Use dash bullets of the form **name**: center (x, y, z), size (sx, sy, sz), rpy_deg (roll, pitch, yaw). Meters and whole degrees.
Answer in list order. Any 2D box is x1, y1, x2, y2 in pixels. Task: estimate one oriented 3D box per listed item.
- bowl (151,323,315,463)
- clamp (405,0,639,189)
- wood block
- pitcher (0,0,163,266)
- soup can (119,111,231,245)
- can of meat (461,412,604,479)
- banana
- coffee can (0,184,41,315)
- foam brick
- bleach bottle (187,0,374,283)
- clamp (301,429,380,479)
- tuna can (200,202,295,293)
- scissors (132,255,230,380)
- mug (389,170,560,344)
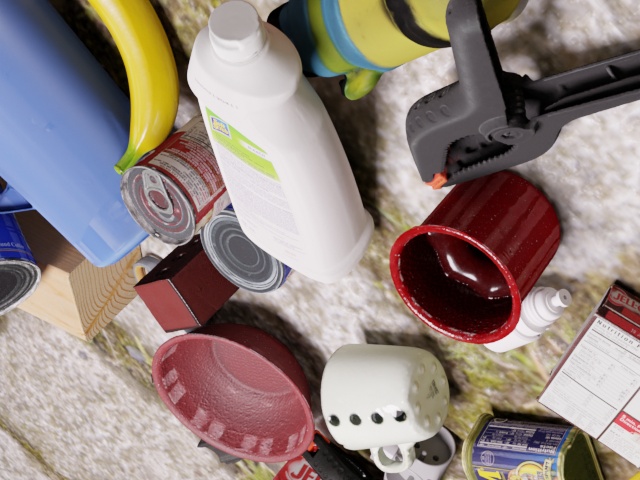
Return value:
- **bowl**: center (-0.070, 0.127, 0.967), size (0.162, 0.055, 0.162), rpy_deg (16, 135, 16)
- **clamp**: center (0.119, -0.078, 0.611), size (0.164, 0.036, 0.210), rpy_deg (3, 161, -13)
- **wood block**: center (-0.278, 0.003, 1.020), size (0.206, 0.090, 0.090), rpy_deg (21, 137, 26)
- **pitcher**: center (-0.226, -0.091, 0.853), size (0.242, 0.144, 0.149), rpy_deg (49, 138, -11)
- **soup can**: center (-0.090, -0.052, 0.796), size (0.069, 0.102, 0.068), rpy_deg (24, 137, 23)
- **can of meat**: center (0.168, 0.186, 0.825), size (0.084, 0.057, 0.102), rpy_deg (-1, 124, 38)
- **banana**: center (-0.148, -0.150, 0.787), size (0.037, 0.069, 0.198), rpy_deg (5, 116, 62)
- **coffee can**: center (-0.313, -0.011, 0.913), size (0.140, 0.102, 0.103), rpy_deg (60, 146, 21)
- **foam brick**: center (-0.108, 0.034, 0.910), size (0.053, 0.078, 0.051), rpy_deg (-15, 114, 45)
- **bleach bottle**: center (-0.026, -0.062, 0.690), size (0.103, 0.068, 0.251), rpy_deg (29, 162, 19)
- **clamp**: center (0.050, 0.237, 0.952), size (0.171, 0.039, 0.120), rpy_deg (37, 174, 7)
- **tuna can**: center (-0.056, 0.001, 0.869), size (0.086, 0.033, 0.086), rpy_deg (24, 137, 24)
- **scissors**: center (-0.099, 0.091, 1.004), size (0.096, 0.016, 0.201), rpy_deg (-22, 111, 47)
- **mug**: center (0.103, 0.015, 0.705), size (0.093, 0.081, 0.117), rpy_deg (30, 139, 16)
